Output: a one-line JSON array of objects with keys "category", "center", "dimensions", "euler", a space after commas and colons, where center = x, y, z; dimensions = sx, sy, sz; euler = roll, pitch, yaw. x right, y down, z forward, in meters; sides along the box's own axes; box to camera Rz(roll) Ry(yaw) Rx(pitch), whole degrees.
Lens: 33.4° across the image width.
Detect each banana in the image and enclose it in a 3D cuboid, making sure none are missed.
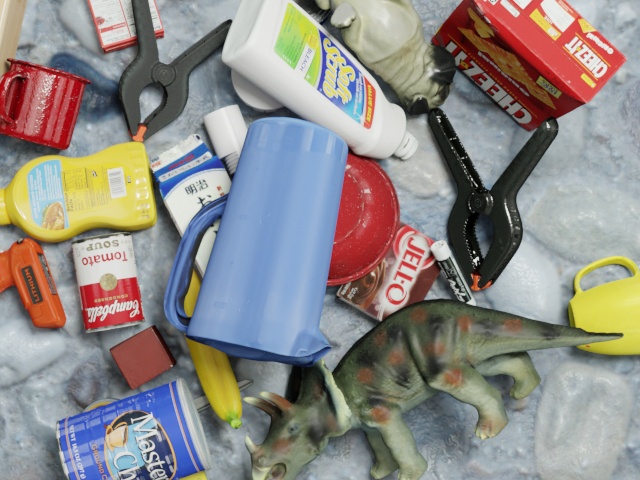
[{"category": "banana", "center": [-0.122, 0.120, 1.182], "dimensions": [0.037, 0.070, 0.198], "euler": [-15, 71, -25]}]

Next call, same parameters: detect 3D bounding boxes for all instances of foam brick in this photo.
[{"category": "foam brick", "center": [-0.193, 0.127, 1.173], "dimensions": [0.053, 0.078, 0.051], "euler": [-29, 89, -5]}]

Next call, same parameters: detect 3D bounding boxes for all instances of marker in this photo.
[{"category": "marker", "center": [0.157, 0.052, 1.209], "dimensions": [0.020, 0.020, 0.121], "euler": [-33, 116, -5]}]

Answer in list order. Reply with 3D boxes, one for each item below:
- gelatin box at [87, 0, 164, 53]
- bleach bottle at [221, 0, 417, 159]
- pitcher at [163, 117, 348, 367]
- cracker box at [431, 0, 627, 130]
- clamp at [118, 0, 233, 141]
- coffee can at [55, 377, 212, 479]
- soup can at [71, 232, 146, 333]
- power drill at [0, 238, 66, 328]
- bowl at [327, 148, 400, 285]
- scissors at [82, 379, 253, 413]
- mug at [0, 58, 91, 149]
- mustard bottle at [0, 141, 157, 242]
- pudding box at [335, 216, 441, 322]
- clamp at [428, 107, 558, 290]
[{"category": "gelatin box", "center": [-0.223, -0.264, 1.208], "dimensions": [0.073, 0.030, 0.089], "euler": [-17, 90, -6]}, {"category": "bleach bottle", "center": [0.013, -0.171, 1.171], "dimensions": [0.250, 0.068, 0.102], "euler": [32, 62, -30]}, {"category": "pitcher", "center": [-0.057, 0.001, 1.096], "dimensions": [0.149, 0.145, 0.243], "euler": [17, 78, -21]}, {"category": "cracker box", "center": [0.214, -0.206, 1.147], "dimensions": [0.164, 0.214, 0.072], "euler": [43, 85, -2]}, {"category": "clamp", "center": [-0.167, -0.191, 1.195], "dimensions": [0.120, 0.039, 0.171], "euler": [11, 106, -15]}, {"category": "coffee can", "center": [-0.198, 0.218, 1.139], "dimensions": [0.140, 0.103, 0.103], "euler": [-19, 90, -5]}, {"category": "soup can", "center": [-0.234, 0.047, 1.177], "dimensions": [0.068, 0.068, 0.102], "euler": [-9, 88, -5]}, {"category": "power drill", "center": [-0.380, 0.088, 1.169], "dimensions": [0.187, 0.057, 0.184], "euler": [-19, 90, -5]}, {"category": "bowl", "center": [0.006, -0.033, 1.183], "dimensions": [0.162, 0.055, 0.162], "euler": [-2, 78, 9]}, {"category": "scissors", "center": [-0.183, 0.186, 1.202], "dimensions": [0.201, 0.016, 0.096], "euler": [-38, 91, -5]}, {"category": "mug", "center": [-0.310, -0.148, 1.157], "dimensions": [0.093, 0.117, 0.081], "euler": [15, 92, 19]}, {"category": "mustard bottle", "center": [-0.282, -0.048, 1.180], "dimensions": [0.191, 0.058, 0.096], "euler": [-9, 80, -5]}, {"category": "pudding box", "center": [0.082, 0.037, 1.216], "dimensions": [0.090, 0.039, 0.113], "euler": [31, 87, -4]}, {"category": "clamp", "center": [0.180, -0.051, 1.205], "dimensions": [0.036, 0.165, 0.210], "euler": [-10, 113, -46]}]
